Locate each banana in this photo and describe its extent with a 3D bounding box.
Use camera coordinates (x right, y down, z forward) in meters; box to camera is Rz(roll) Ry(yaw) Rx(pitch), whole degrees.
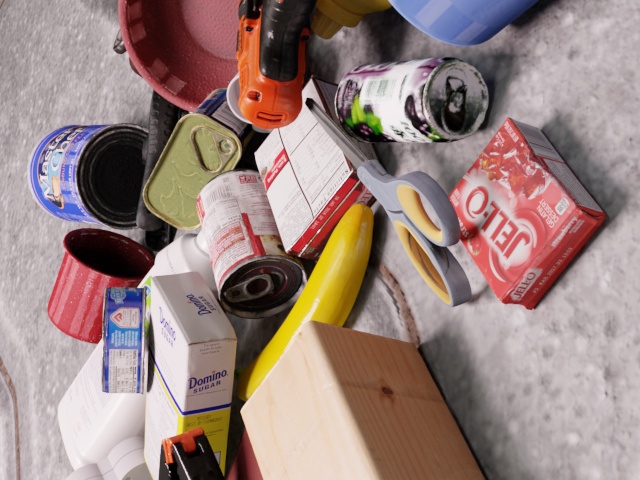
[{"bbox_3d":[-0.016,0.061,0.775,0.198,0.037,0.070,-52,40,31],"label":"banana"}]

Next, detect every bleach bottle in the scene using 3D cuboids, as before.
[{"bbox_3d":[-0.144,0.091,0.933,0.251,0.068,0.103,-55,42,23],"label":"bleach bottle"}]

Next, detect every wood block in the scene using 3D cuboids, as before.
[{"bbox_3d":[0.037,0.155,0.613,0.090,0.090,0.206,-55,38,27],"label":"wood block"}]

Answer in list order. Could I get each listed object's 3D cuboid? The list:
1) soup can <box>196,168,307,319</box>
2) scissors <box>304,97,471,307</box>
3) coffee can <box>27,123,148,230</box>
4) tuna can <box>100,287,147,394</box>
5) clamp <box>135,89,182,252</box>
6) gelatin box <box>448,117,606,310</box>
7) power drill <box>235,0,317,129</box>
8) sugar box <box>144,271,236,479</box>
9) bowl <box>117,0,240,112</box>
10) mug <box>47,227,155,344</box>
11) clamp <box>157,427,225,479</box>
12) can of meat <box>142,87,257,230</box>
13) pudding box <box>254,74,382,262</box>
[{"bbox_3d":[-0.055,0.001,0.830,0.069,0.068,0.102,-52,39,31],"label":"soup can"},{"bbox_3d":[0.039,-0.046,0.680,0.202,0.016,0.096,58,164,25],"label":"scissors"},{"bbox_3d":[-0.222,-0.066,1.069,0.141,0.102,0.103,8,84,57],"label":"coffee can"},{"bbox_3d":[-0.156,0.079,0.851,0.086,0.033,0.086,-178,90,-80],"label":"tuna can"},{"bbox_3d":[-0.147,-0.072,0.990,0.120,0.039,0.171,123,155,-68],"label":"clamp"},{"bbox_3d":[0.115,-0.016,0.619,0.073,0.030,0.089,-56,38,28],"label":"gelatin box"},{"bbox_3d":[-0.019,-0.198,0.739,0.188,0.057,0.184,112,160,-56],"label":"power drill"},{"bbox_3d":[-0.103,0.122,0.824,0.093,0.048,0.176,-128,41,-50],"label":"sugar box"},{"bbox_3d":[-0.090,-0.190,0.916,0.162,0.162,0.055,-49,3,34],"label":"bowl"},{"bbox_3d":[-0.217,0.040,1.038,0.082,0.093,0.117,-66,30,22],"label":"mug"},{"bbox_3d":[-0.071,0.236,0.736,0.165,0.036,0.210,11,110,53],"label":"clamp"},{"bbox_3d":[-0.096,-0.071,0.896,0.102,0.057,0.083,-58,2,28],"label":"can of meat"},{"bbox_3d":[-0.002,-0.054,0.800,0.090,0.039,0.113,-49,43,31],"label":"pudding box"}]
